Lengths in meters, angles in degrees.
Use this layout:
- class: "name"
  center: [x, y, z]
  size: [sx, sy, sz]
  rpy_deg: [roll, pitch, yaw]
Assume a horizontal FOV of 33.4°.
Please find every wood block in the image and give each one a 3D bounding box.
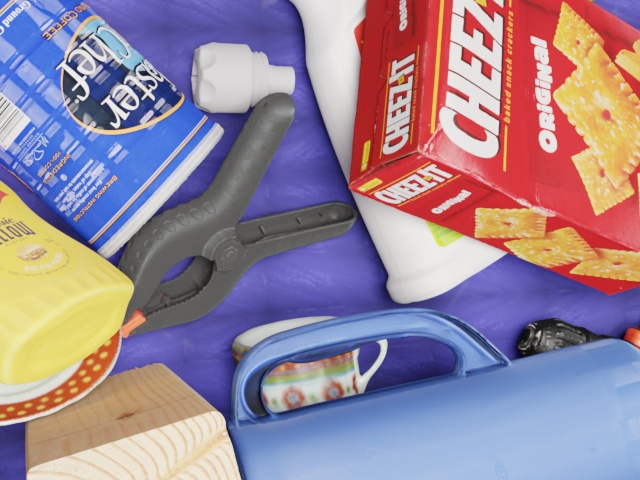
- class: "wood block"
  center: [-0.101, 0.128, 0.563]
  size: [0.090, 0.206, 0.090]
  rpy_deg: [-16, 94, -15]

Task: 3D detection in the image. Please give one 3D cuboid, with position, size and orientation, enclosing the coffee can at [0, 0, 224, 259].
- class: "coffee can"
  center: [-0.141, -0.073, 0.609]
  size: [0.140, 0.103, 0.102]
  rpy_deg: [43, 79, -10]

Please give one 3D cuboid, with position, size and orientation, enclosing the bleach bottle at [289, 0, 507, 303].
- class: "bleach bottle"
  center: [0.037, -0.093, 0.676]
  size: [0.102, 0.068, 0.251]
  rpy_deg: [-30, 95, -28]

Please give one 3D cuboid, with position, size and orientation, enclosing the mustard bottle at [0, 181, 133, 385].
- class: "mustard bottle"
  center: [-0.201, -0.003, 0.588]
  size: [0.192, 0.096, 0.058]
  rpy_deg: [35, 123, 19]

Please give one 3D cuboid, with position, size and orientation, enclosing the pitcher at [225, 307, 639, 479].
- class: "pitcher"
  center: [0.070, 0.124, 0.587]
  size: [0.242, 0.145, 0.149]
  rpy_deg: [-14, 134, -12]

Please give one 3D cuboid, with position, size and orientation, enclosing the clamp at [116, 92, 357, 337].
- class: "clamp"
  center: [-0.054, 0.001, 0.655]
  size: [0.171, 0.039, 0.120]
  rpy_deg: [-43, 130, 2]

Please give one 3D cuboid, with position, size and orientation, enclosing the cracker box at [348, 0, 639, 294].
- class: "cracker box"
  center: [0.127, -0.078, 0.647]
  size: [0.213, 0.072, 0.164]
  rpy_deg: [21, 62, -30]
